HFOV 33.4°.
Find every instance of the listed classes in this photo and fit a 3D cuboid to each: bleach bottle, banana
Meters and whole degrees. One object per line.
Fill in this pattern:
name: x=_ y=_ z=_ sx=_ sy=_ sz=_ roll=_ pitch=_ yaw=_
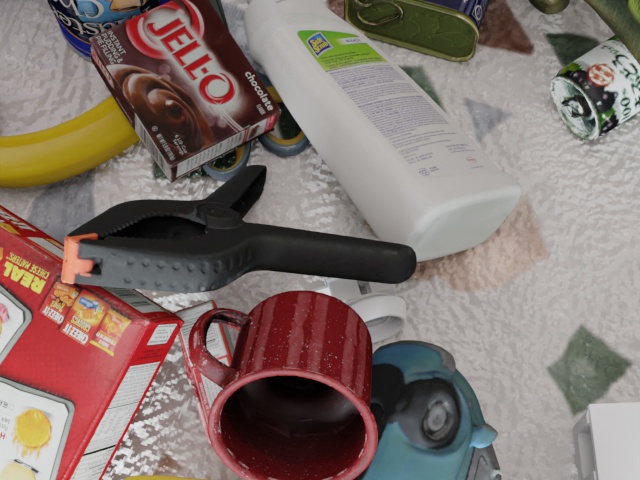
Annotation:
bleach bottle: x=0.026 y=-0.100 z=0.748 sx=0.102 sy=0.068 sz=0.251 roll=-12 pitch=57 yaw=-40
banana: x=-0.179 y=-0.080 z=0.760 sx=0.197 sy=0.037 sz=0.069 roll=-18 pitch=90 yaw=-14

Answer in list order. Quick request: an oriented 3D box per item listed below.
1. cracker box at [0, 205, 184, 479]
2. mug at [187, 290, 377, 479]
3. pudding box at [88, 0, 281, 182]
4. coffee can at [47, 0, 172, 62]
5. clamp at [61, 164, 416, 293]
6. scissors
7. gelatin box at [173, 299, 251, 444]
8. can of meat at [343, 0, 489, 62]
cracker box: x=-0.204 y=0.099 z=0.649 sx=0.164 sy=0.072 sz=0.214 roll=29 pitch=94 yaw=15
mug: x=-0.022 y=0.077 z=0.606 sx=0.117 sy=0.093 sz=0.081 roll=28 pitch=32 yaw=-13
pudding box: x=-0.095 y=-0.109 z=0.744 sx=0.090 sy=0.039 sz=0.113 roll=-30 pitch=81 yaw=-18
coffee can: x=-0.154 y=-0.203 z=0.760 sx=0.103 sy=0.140 sz=0.103 roll=-1 pitch=69 yaw=2
clamp: x=-0.054 y=0.001 z=0.645 sx=0.165 sy=0.036 sz=0.209 roll=26 pitch=26 yaw=35
scissors: x=-0.053 y=-0.138 z=0.797 sx=0.096 sy=0.016 sz=0.202 roll=0 pitch=69 yaw=1
gelatin box: x=-0.064 y=0.091 z=0.677 sx=0.030 sy=0.073 sz=0.089 roll=-18 pitch=70 yaw=-3
can of meat: x=0.078 y=-0.191 z=0.790 sx=0.102 sy=0.057 sz=0.084 roll=17 pitch=69 yaw=9
